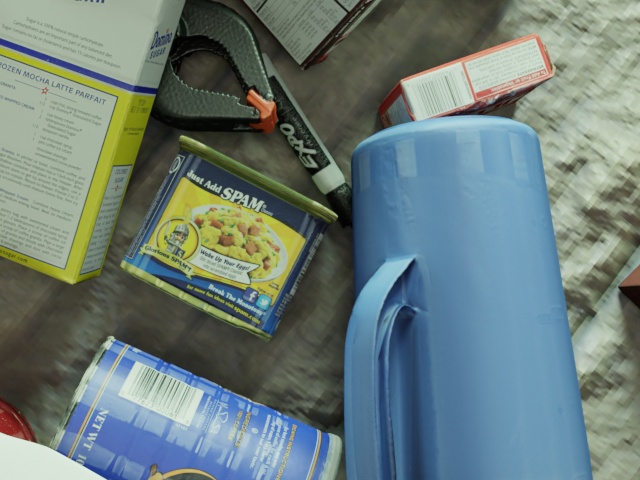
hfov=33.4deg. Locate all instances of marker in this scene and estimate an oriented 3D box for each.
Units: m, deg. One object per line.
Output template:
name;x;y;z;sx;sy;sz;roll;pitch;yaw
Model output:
marker;-0.008;-0.058;0.646;0.020;0.020;0.121;-33;89;-8

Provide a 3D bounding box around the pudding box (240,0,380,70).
pudding box;-0.014;-0.171;0.622;0.113;0.090;0.039;50;39;1

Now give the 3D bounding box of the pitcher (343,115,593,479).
pitcher;0.073;0.059;0.585;0.145;0.149;0.243;-4;82;-6

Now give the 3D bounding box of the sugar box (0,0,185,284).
sugar box;-0.144;-0.074;0.593;0.093;0.048;0.176;21;97;8

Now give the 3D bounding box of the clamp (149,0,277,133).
clamp;-0.091;-0.128;0.629;0.171;0.039;0.120;28;87;5

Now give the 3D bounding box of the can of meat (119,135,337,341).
can of meat;-0.054;0.001;0.618;0.102;0.057;0.084;27;85;-2

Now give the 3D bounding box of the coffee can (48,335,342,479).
coffee can;-0.072;0.127;0.582;0.140;0.103;0.103;25;83;-3

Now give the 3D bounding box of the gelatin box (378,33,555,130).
gelatin box;0.085;-0.087;0.632;0.089;0.073;0.030;-20;88;-8
